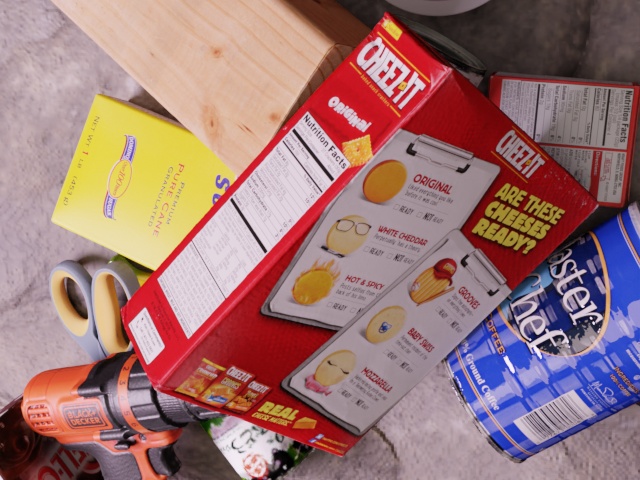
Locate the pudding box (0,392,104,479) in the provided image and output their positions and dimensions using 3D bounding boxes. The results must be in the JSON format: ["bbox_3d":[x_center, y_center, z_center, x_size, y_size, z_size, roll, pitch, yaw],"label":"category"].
[{"bbox_3d":[-0.201,0.158,0.750,0.039,0.113,0.090,-32,96,21],"label":"pudding box"}]

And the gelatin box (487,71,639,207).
[{"bbox_3d":[0.144,-0.061,0.642,0.089,0.030,0.073,6,105,13],"label":"gelatin box"}]

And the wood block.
[{"bbox_3d":[-0.064,-0.131,0.613,0.206,0.090,0.090,43,113,22],"label":"wood block"}]

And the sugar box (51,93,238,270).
[{"bbox_3d":[-0.078,-0.020,0.681,0.176,0.048,0.093,23,97,21],"label":"sugar box"}]

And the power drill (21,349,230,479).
[{"bbox_3d":[-0.095,0.158,0.708,0.185,0.057,0.187,-10,109,34],"label":"power drill"}]

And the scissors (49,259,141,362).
[{"bbox_3d":[-0.158,0.097,0.771,0.096,0.016,0.202,26,125,28],"label":"scissors"}]

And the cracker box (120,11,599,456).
[{"bbox_3d":[0.022,0.008,0.577,0.214,0.164,0.072,-47,47,12],"label":"cracker box"}]

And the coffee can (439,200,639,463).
[{"bbox_3d":[0.154,0.055,0.632,0.140,0.102,0.103,-33,95,21],"label":"coffee can"}]
